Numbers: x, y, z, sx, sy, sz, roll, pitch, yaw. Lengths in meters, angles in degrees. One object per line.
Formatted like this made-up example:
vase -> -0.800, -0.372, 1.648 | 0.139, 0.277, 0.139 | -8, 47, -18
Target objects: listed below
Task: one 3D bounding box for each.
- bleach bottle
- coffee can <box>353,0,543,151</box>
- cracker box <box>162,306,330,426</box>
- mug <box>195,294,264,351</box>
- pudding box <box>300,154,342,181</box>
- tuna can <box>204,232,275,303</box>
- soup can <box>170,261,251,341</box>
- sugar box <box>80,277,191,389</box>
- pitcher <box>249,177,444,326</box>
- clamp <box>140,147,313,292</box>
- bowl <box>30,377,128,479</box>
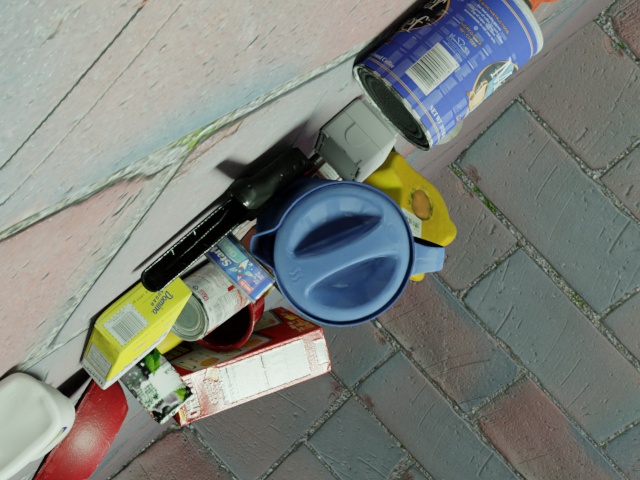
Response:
bleach bottle -> -0.275, 0.174, 1.018 | 0.102, 0.068, 0.251 | -42, 178, -6
coffee can -> 0.115, -0.164, 0.964 | 0.140, 0.103, 0.103 | -42, 175, -5
cracker box -> -0.113, 0.162, 1.413 | 0.213, 0.072, 0.164 | -18, -167, -18
mug -> -0.118, 0.076, 1.373 | 0.081, 0.093, 0.117 | -44, 143, -73
pudding box -> 0.019, -0.088, 1.242 | 0.090, 0.039, 0.113 | -44, 176, 9
tuna can -> -0.085, 0.021, 1.075 | 0.034, 0.086, 0.086 | -44, 175, -1
soup can -> -0.127, 0.064, 1.220 | 0.069, 0.068, 0.102 | -47, 174, 38
sugar box -> -0.189, 0.091, 1.081 | 0.093, 0.048, 0.176 | -41, 174, -24
pitcher -> 0.012, -0.001, 1.075 | 0.145, 0.149, 0.243 | -42, -168, -2
clamp -> -0.073, -0.032, 0.985 | 0.165, 0.036, 0.209 | -39, -178, 32
bowl -> -0.266, 0.219, 1.221 | 0.162, 0.055, 0.162 | -57, -171, 13
